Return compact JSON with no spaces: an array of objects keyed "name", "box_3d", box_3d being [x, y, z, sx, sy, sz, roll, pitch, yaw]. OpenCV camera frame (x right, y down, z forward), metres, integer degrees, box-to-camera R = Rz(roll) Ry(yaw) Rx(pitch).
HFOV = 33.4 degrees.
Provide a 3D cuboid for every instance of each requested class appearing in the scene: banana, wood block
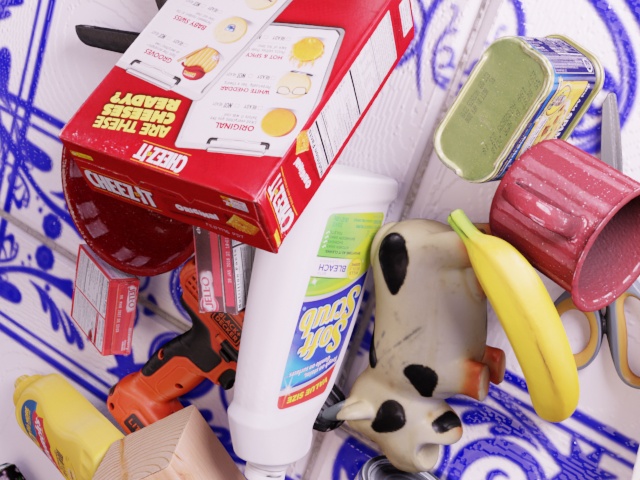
[{"name":"banana","box_3d":[0.142,0.064,0.710,0.037,0.070,0.197,-27,121,2]},{"name":"wood block","box_3d":[-0.093,0.253,0.875,0.090,0.090,0.206,-27,107,19]}]

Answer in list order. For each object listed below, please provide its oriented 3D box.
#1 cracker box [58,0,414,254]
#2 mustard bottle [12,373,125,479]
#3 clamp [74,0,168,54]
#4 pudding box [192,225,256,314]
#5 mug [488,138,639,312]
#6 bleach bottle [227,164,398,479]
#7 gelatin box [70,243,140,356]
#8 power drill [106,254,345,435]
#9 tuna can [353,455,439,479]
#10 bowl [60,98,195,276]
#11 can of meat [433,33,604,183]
[{"name":"cracker box","box_3d":[-0.052,-0.110,0.754,0.164,0.213,0.072,18,152,26]},{"name":"mustard bottle","box_3d":[-0.233,0.177,0.987,0.192,0.058,0.096,32,140,42]},{"name":"clamp","box_3d":[-0.118,-0.175,0.871,0.171,0.039,0.120,35,121,13]},{"name":"pudding box","box_3d":[-0.055,0.001,0.828,0.039,0.113,0.090,4,103,27]},{"name":"mug","box_3d":[0.157,-0.015,0.683,0.082,0.117,0.093,39,109,37]},{"name":"bleach bottle","box_3d":[-0.014,0.068,0.804,0.068,0.102,0.251,20,102,39]},{"name":"gelatin box","box_3d":[-0.192,0.052,0.950,0.089,0.030,0.073,35,120,52]},{"name":"power drill","box_3d":[-0.085,0.125,0.909,0.184,0.057,0.188,49,118,11]},{"name":"tuna can","box_3d":[0.063,0.205,0.820,0.086,0.086,0.034,35,114,20]},{"name":"bowl","box_3d":[-0.142,-0.054,0.901,0.162,0.055,0.162,7,105,29]},{"name":"can of meat","box_3d":[0.131,-0.087,0.712,0.057,0.083,0.102,42,119,23]}]
